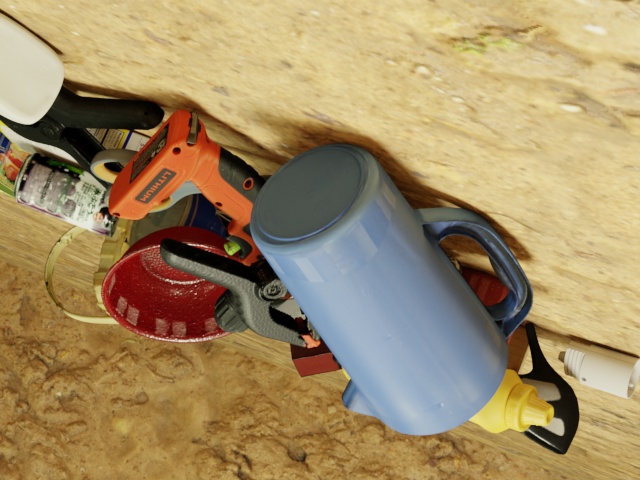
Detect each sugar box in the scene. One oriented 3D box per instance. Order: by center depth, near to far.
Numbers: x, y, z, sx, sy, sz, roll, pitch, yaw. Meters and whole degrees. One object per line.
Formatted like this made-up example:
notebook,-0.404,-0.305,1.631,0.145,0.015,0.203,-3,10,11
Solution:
sugar box,-0.230,-0.094,1.075,0.176,0.048,0.093,18,168,6

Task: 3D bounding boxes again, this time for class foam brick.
foam brick,-0.007,0.113,1.257,0.053,0.078,0.051,-12,147,6

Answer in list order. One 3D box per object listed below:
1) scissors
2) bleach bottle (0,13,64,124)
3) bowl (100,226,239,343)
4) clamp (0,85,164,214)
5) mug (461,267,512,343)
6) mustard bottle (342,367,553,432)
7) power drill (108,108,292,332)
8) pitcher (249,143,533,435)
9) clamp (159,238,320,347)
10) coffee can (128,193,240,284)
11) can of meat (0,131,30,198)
scissors,-0.113,-0.060,0.929,0.202,0.016,0.096,-11,146,26
bleach bottle,-0.331,-0.161,0.919,0.251,0.068,0.102,15,164,43
bowl,-0.138,0.036,1.073,0.162,0.055,0.162,-3,140,-3
clamp,-0.230,-0.114,0.961,0.210,0.036,0.165,31,148,-3
mug,0.145,0.079,1.046,0.093,0.081,0.117,24,169,-6
mustard bottle,0.121,0.132,0.969,0.192,0.058,0.096,14,176,36
power drill,-0.083,-0.013,0.913,0.187,0.185,0.057,31,-151,-26
pitcher,0.056,0.033,0.845,0.145,0.149,0.242,7,147,40
clamp,-0.054,0.032,0.886,0.039,0.120,0.171,-104,-7,-55
coffee can,-0.121,0.003,1.160,0.140,0.103,0.103,30,167,-34
can of meat,-0.335,-0.097,1.165,0.057,0.084,0.102,18,168,23
